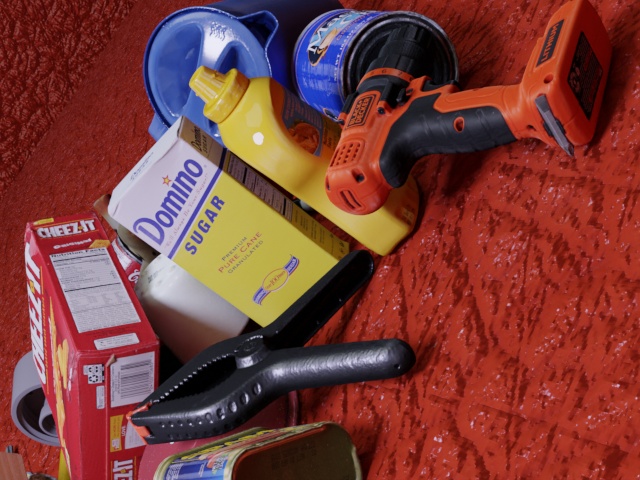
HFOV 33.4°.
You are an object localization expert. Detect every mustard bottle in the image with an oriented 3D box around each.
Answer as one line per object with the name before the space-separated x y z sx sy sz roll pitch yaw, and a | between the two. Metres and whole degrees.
mustard bottle | -0.015 -0.069 0.796 0.058 0.191 0.096 -46 23 26

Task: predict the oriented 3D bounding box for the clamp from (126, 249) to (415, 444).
clamp | -0.037 0.081 0.751 0.210 0.036 0.164 -25 22 10

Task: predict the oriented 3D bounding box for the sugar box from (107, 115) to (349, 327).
sugar box | -0.070 -0.008 0.842 0.093 0.176 0.048 -44 24 24

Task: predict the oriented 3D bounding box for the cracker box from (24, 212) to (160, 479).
cracker box | -0.198 0.099 0.906 0.214 0.072 0.164 -129 38 -51

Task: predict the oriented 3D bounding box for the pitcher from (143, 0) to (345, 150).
pitcher | -0.065 -0.177 1.059 0.149 0.145 0.242 8 23 22

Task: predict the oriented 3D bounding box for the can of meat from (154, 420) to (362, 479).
can of meat | -0.037 0.148 0.657 0.084 0.101 0.057 -21 83 50

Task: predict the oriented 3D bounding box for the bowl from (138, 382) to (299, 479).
bowl | -0.087 0.158 0.798 0.162 0.055 0.162 -44 23 25

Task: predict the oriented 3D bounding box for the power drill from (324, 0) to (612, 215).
power drill | 0.101 -0.104 0.735 0.188 0.057 0.184 -13 42 38

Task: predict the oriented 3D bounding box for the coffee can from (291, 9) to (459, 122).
coffee can | 0.043 -0.145 0.913 0.103 0.102 0.140 -54 22 0
